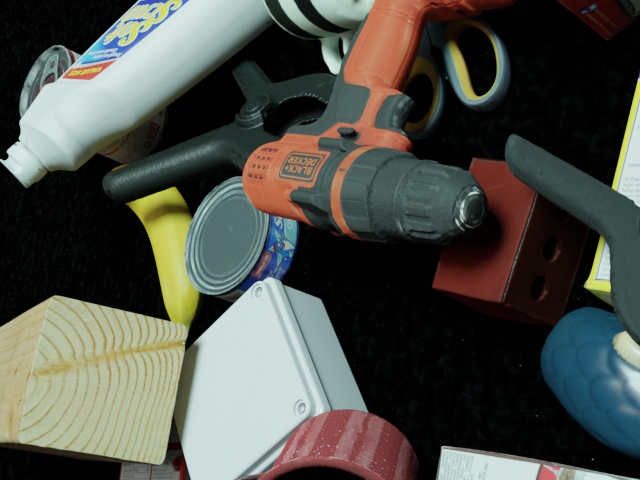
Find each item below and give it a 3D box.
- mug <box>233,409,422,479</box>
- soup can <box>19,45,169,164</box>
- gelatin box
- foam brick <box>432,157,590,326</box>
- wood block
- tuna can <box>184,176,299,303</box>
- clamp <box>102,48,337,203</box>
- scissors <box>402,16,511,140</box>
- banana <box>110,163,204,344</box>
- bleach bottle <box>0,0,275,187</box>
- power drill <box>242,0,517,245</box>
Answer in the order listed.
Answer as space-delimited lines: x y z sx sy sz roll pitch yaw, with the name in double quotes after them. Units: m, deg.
-0.001 0.141 0.563 0.117 0.081 0.093 -4 102 12 "mug"
-0.183 -0.108 0.872 0.069 0.102 0.068 -21 59 39 "soup can"
-0.105 0.167 0.727 0.073 0.030 0.089 -14 64 43 "gelatin box"
0.104 0.001 0.568 0.051 0.052 0.078 12 82 48 "foam brick"
-0.172 0.101 0.729 0.206 0.090 0.090 -22 56 63 "wood block"
-0.055 0.001 0.745 0.086 0.033 0.086 -21 59 39 "tuna can"
-0.048 -0.073 0.739 0.210 0.036 0.164 17 59 44 "clamp"
0.063 -0.145 0.701 0.096 0.016 0.202 -44 46 23 "scissors"
-0.125 -0.007 0.817 0.070 0.037 0.198 -45 46 22 "banana"
-0.128 -0.130 0.785 0.250 0.068 0.103 -44 37 -10 "bleach bottle"
0.049 -0.086 0.600 0.185 0.057 0.187 13 71 51 "power drill"
